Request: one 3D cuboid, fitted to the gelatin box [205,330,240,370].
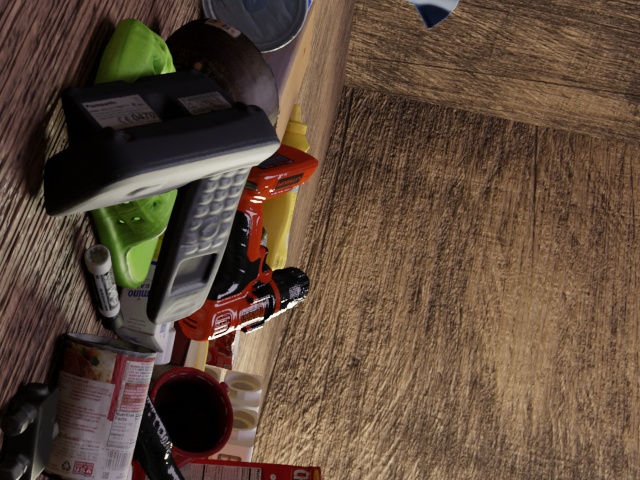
[{"bbox_3d":[-0.137,0.115,1.307,0.030,0.073,0.089,-73,175,-50],"label":"gelatin box"}]

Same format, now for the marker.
[{"bbox_3d":[-0.169,0.040,0.841,0.121,0.020,0.020,97,6,-60],"label":"marker"}]

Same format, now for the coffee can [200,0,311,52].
[{"bbox_3d":[-0.053,-0.260,1.059,0.140,0.103,0.103,-74,175,-58],"label":"coffee can"}]

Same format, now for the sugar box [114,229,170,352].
[{"bbox_3d":[-0.144,0.008,0.977,0.093,0.048,0.176,100,6,-74],"label":"sugar box"}]

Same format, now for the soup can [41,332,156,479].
[{"bbox_3d":[-0.165,0.125,0.789,0.068,0.068,0.102,46,56,-87],"label":"soup can"}]

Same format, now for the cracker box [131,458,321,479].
[{"bbox_3d":[-0.111,0.298,1.148,0.164,0.213,0.072,98,-4,-51],"label":"cracker box"}]

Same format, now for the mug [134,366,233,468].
[{"bbox_3d":[-0.139,0.178,1.071,0.117,0.093,0.082,-36,179,-44],"label":"mug"}]

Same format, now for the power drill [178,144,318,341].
[{"bbox_3d":[-0.057,0.001,1.067,0.184,0.057,0.188,-20,128,-53],"label":"power drill"}]

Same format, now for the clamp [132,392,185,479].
[{"bbox_3d":[-0.161,0.166,0.925,0.036,0.165,0.210,-34,134,-23],"label":"clamp"}]

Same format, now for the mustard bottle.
[{"bbox_3d":[-0.051,-0.065,1.242,0.096,0.058,0.192,-71,173,-84],"label":"mustard bottle"}]

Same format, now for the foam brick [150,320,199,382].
[{"bbox_3d":[-0.157,0.113,1.102,0.078,0.051,0.053,97,5,-64],"label":"foam brick"}]
